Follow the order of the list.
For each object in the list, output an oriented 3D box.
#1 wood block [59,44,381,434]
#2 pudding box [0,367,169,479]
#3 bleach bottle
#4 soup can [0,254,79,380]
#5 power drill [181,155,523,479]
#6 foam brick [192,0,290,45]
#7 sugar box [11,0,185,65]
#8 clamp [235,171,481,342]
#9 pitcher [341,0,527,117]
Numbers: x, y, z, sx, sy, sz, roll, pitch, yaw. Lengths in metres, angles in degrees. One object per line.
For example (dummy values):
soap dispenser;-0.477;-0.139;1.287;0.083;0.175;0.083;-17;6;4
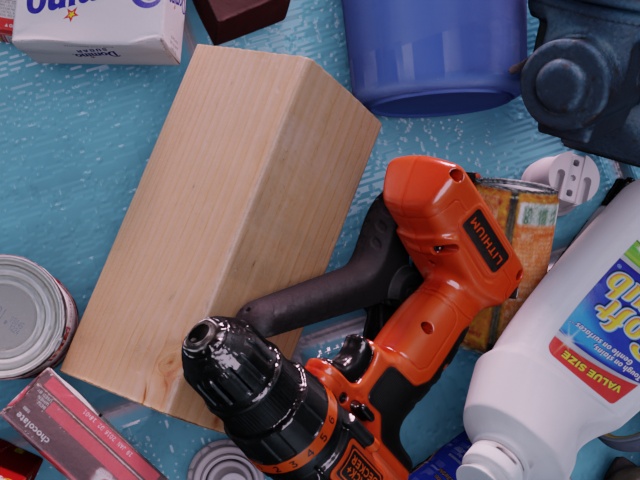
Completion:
wood block;-0.054;0.001;0.620;0.091;0.090;0.206;14;78;36
pudding box;-0.132;0.116;0.598;0.090;0.114;0.039;44;76;-2
bleach bottle;0.160;0.063;0.611;0.102;0.068;0.250;52;54;-6
soup can;-0.174;0.045;0.605;0.068;0.102;0.068;1;83;-9
power drill;0.024;0.047;0.562;0.187;0.057;0.184;-55;132;-21
foam brick;-0.059;-0.172;0.675;0.053;0.051;0.078;-25;88;-11
sugar box;-0.124;-0.193;0.628;0.093;0.048;0.176;2;80;10
clamp;0.034;0.027;0.636;0.209;0.036;0.164;-59;137;-23
pitcher;0.076;-0.204;0.669;0.149;0.145;0.243;-4;87;8
